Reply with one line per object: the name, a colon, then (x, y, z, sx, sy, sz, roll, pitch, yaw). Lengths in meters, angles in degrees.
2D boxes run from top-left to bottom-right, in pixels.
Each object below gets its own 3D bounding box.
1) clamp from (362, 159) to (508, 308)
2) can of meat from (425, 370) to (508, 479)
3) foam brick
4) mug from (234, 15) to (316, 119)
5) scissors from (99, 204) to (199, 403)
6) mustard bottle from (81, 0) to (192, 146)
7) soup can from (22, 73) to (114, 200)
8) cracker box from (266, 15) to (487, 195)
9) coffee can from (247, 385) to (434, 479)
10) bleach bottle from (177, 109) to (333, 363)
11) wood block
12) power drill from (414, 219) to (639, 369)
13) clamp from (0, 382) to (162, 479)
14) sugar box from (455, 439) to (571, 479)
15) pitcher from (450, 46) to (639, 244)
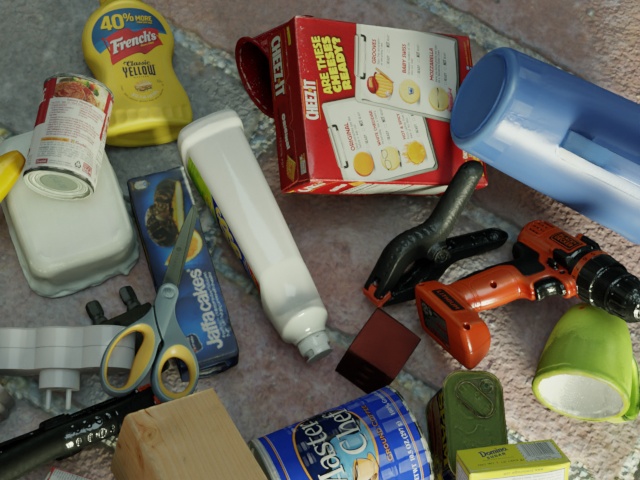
clamp: (0.113, -0.002, 1.066, 0.171, 0.120, 0.039, -34, 37, -18)
can of meat: (0.135, 0.182, 1.002, 0.057, 0.084, 0.102, 1, 68, -8)
foam brick: (0.055, 0.110, 1.024, 0.053, 0.078, 0.051, 35, 66, 7)
mug: (-0.038, -0.191, 1.136, 0.081, 0.093, 0.117, -30, 38, -23)
scissors: (-0.128, 0.066, 0.982, 0.096, 0.016, 0.201, 33, 61, -4)
mustard bottle: (-0.199, -0.194, 1.123, 0.096, 0.058, 0.191, -9, 69, -18)
soup can: (-0.237, -0.096, 1.006, 0.068, 0.068, 0.102, 9, 68, -5)
cracker box: (0.058, -0.130, 1.078, 0.213, 0.072, 0.164, -1, 80, -30)
coffee can: (0.017, 0.204, 0.967, 0.140, 0.103, 0.103, -20, 72, -15)
bleach bottle: (-0.057, 0.001, 1.039, 0.068, 0.102, 0.251, -25, 72, -12)
wood block: (-0.091, 0.241, 0.906, 0.090, 0.090, 0.206, -14, 53, -34)
power drill: (0.201, 0.056, 1.030, 0.187, 0.057, 0.185, -22, 29, -17)
clamp: (-0.239, 0.177, 0.948, 0.209, 0.165, 0.036, -21, 92, -39)
sugar box: (0.166, 0.266, 0.942, 0.093, 0.048, 0.176, -4, 111, -10)
pitcher: (0.258, -0.095, 1.058, 0.242, 0.149, 0.145, 22, 59, -20)
